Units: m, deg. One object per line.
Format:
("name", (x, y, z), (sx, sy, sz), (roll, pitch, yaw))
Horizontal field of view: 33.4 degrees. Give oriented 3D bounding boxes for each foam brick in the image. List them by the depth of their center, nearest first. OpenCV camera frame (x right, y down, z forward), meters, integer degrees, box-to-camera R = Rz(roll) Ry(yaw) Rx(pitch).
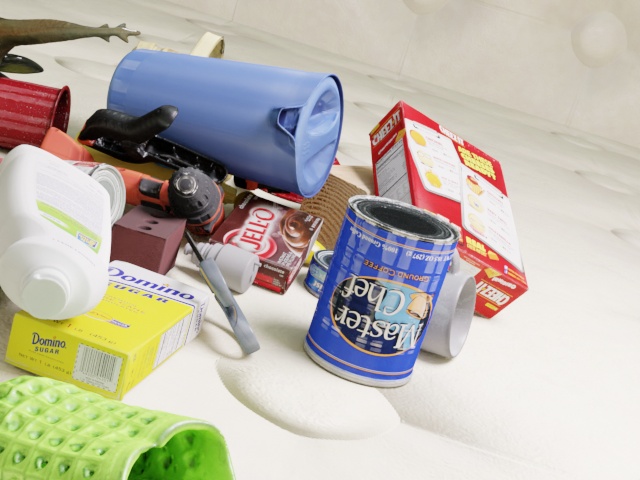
("foam brick", (-0.165, 0.005, 1.006), (0.053, 0.051, 0.078), (17, 17, 2))

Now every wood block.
("wood block", (0.075, -0.035, 1.305), (0.090, 0.091, 0.205), (30, 21, 35))

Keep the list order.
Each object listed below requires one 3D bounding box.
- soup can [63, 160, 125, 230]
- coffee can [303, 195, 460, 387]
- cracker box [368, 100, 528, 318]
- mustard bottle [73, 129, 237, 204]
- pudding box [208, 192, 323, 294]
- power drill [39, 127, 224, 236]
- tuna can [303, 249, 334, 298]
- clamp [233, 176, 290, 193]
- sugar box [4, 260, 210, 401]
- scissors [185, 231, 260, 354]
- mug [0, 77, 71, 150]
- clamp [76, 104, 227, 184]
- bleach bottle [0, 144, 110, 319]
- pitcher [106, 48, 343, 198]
("soup can", (-0.245, -0.043, 1.007), (0.102, 0.068, 0.068), (6, 11, 24))
("coffee can", (0.053, 0.044, 0.941), (0.102, 0.140, 0.103), (16, 17, -5))
("cracker box", (0.140, -0.036, 1.204), (0.164, 0.072, 0.213), (28, 37, -27))
("mustard bottle", (-0.190, -0.077, 1.231), (0.191, 0.058, 0.096), (15, 11, -5))
("pudding box", (-0.057, 0.001, 1.105), (0.090, 0.039, 0.113), (20, 31, 8))
("power drill", (-0.190, -0.058, 1.086), (0.187, 0.057, 0.184), (19, -10, 3))
("tuna can", (0.028, 0.041, 1.113), (0.086, 0.034, 0.086), (16, 17, -5))
("clamp", (-0.038, -0.075, 1.301), (0.164, 0.036, 0.210), (4, 4, 10))
("sugar box", (-0.159, 0.064, 0.831), (0.093, 0.048, 0.176), (19, 18, 8))
("scissors", (-0.102, 0.021, 0.945), (0.016, 0.096, 0.202), (-28, 45, -8))
("mug", (-0.344, -0.141, 1.255), (0.081, 0.093, 0.117), (11, -11, -3))
("clamp", (-0.179, -0.100, 1.118), (0.172, 0.039, 0.120), (8, -32, 41))
("bleach bottle", (-0.208, -0.002, 0.802), (0.102, 0.068, 0.251), (29, 9, -18))
("pitcher", (-0.101, -0.134, 1.168), (0.243, 0.149, 0.144), (14, 44, 18))
